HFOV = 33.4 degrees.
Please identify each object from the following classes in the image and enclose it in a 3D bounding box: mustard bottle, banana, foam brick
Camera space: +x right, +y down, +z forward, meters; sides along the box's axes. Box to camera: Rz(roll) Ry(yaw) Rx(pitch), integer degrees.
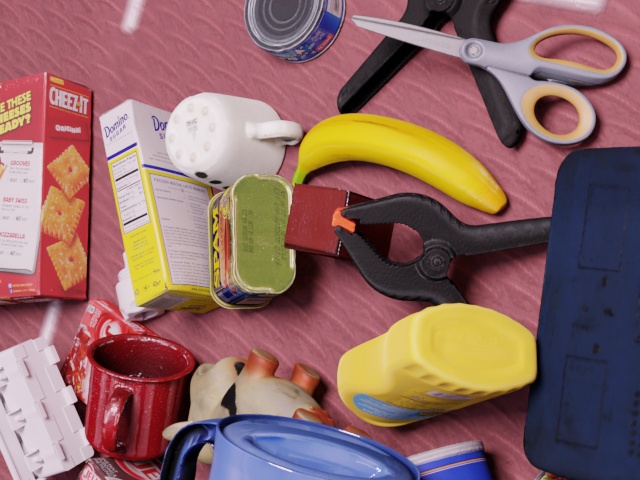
[{"bbox_3d":[0.066,0.097,0.764,0.192,0.096,0.058,140,136,-61],"label":"mustard bottle"},{"bbox_3d":[0.055,-0.066,0.841,0.198,0.037,0.069,11,133,36],"label":"banana"},{"bbox_3d":[0.016,-0.012,0.838,0.053,0.078,0.051,9,88,32],"label":"foam brick"}]

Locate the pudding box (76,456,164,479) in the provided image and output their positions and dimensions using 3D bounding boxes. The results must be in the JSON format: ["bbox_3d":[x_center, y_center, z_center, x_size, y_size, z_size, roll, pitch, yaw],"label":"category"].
[{"bbox_3d":[-0.140,0.227,0.900,0.114,0.089,0.039,40,107,30],"label":"pudding box"}]

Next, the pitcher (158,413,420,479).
[{"bbox_3d":[-0.037,0.238,0.685,0.149,0.144,0.243,-155,79,-71],"label":"pitcher"}]

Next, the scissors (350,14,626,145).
[{"bbox_3d":[0.119,-0.119,0.782,0.202,0.016,0.096,2,87,13],"label":"scissors"}]

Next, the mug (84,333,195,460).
[{"bbox_3d":[-0.160,0.139,0.909,0.093,0.117,0.081,11,107,3],"label":"mug"}]

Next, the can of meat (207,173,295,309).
[{"bbox_3d":[-0.056,0.001,0.872,0.084,0.057,0.102,150,119,-70],"label":"can of meat"}]

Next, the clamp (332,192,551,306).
[{"bbox_3d":[0.087,0.024,0.777,0.171,0.039,0.120,14,91,5],"label":"clamp"}]

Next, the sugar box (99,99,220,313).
[{"bbox_3d":[-0.134,-0.028,0.929,0.048,0.093,0.176,-26,69,27],"label":"sugar box"}]

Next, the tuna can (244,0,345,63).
[{"bbox_3d":[-0.023,-0.198,0.915,0.086,0.033,0.086,-5,81,33],"label":"tuna can"}]

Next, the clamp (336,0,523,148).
[{"bbox_3d":[0.108,-0.177,0.825,0.165,0.036,0.210,24,100,32],"label":"clamp"}]

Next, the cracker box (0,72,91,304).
[{"bbox_3d":[-0.308,-0.044,1.058,0.164,0.072,0.214,-6,80,32],"label":"cracker box"}]

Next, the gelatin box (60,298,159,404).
[{"bbox_3d":[-0.198,0.109,0.989,0.073,0.030,0.089,30,100,33],"label":"gelatin box"}]
